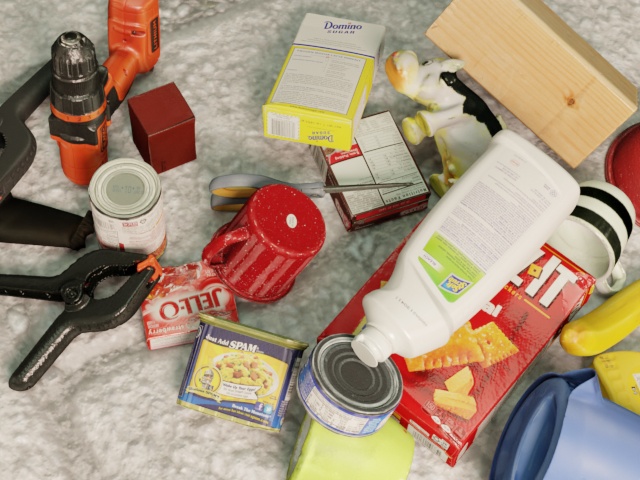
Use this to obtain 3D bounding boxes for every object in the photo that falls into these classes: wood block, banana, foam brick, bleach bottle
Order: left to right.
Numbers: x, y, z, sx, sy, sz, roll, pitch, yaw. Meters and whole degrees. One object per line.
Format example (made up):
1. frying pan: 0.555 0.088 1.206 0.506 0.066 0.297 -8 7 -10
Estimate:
1. foam brick: -0.159 -0.112 1.078 0.053 0.078 0.051 -24 67 -17
2. bleach bottle: 0.115 0.013 0.932 0.103 0.068 0.250 40 65 18
3. wood block: 0.217 -0.183 1.093 0.206 0.091 0.090 42 27 -3
4. banana: 0.275 0.070 1.008 0.197 0.070 0.037 -27 53 -38

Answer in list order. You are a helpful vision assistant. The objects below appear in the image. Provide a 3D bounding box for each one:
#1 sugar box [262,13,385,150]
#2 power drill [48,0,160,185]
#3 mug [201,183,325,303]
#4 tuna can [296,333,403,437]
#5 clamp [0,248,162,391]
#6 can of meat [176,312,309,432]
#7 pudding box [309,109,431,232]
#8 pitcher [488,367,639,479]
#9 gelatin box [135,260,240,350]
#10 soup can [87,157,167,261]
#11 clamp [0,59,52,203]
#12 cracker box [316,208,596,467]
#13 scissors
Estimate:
1. sugar box: 0.007 -0.169 1.117 0.093 0.048 0.176 12 43 9
2. power drill: -0.215 -0.174 1.059 0.057 0.184 0.187 16 51 3
3. mug: -0.057 0.001 0.999 0.117 0.082 0.093 -7 63 -35
4. tuna can: 0.025 0.120 0.893 0.086 0.034 0.086 16 41 -15
5. clamp: -0.226 0.066 0.983 0.171 0.039 0.120 -17 71 5
6. can of meat: -0.070 0.118 0.954 0.102 0.057 0.084 16 86 5
7. pudding box: 0.051 -0.072 1.097 0.090 0.039 0.113 -17 65 -14
8. pitcher: 0.267 0.224 0.894 0.242 0.149 0.145 24 60 -5
9. gelatin box: -0.126 0.059 1.012 0.089 0.030 0.073 -9 62 -10
10. soup can: -0.182 -0.024 1.012 0.068 0.102 0.068 2 61 -4
11. clamp: -0.325 -0.115 1.072 0.164 0.036 0.210 -13 50 -13
12. cracker box: 0.125 0.073 0.990 0.164 0.072 0.213 38 72 16
13. scissors: -0.019 -0.052 1.027 0.202 0.096 0.016 -8 75 18
